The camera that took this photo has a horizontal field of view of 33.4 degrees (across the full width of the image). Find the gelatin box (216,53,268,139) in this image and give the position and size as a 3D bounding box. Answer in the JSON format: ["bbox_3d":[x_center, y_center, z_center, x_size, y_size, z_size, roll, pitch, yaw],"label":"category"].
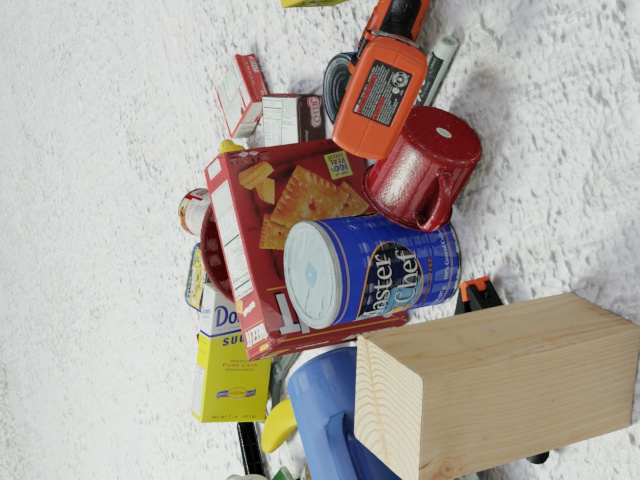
[{"bbox_3d":[-0.099,-0.184,1.365,0.089,0.030,0.073,-52,51,53],"label":"gelatin box"}]

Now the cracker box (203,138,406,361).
[{"bbox_3d":[-0.016,0.004,1.123,0.072,0.164,0.214,-36,66,61],"label":"cracker box"}]

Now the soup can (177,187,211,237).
[{"bbox_3d":[-0.143,-0.032,1.447,0.102,0.068,0.068,18,113,58],"label":"soup can"}]

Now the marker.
[{"bbox_3d":[0.101,-0.143,1.020,0.020,0.020,0.121,61,146,33],"label":"marker"}]

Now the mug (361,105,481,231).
[{"bbox_3d":[0.096,-0.061,0.971,0.117,0.093,0.082,-96,24,-45],"label":"mug"}]

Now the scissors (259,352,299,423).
[{"bbox_3d":[-0.063,0.161,1.407,0.096,0.016,0.202,58,143,37],"label":"scissors"}]

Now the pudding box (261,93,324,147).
[{"bbox_3d":[-0.032,-0.116,1.252,0.090,0.039,0.113,16,110,60],"label":"pudding box"}]

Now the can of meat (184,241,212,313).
[{"bbox_3d":[-0.146,0.055,1.475,0.084,0.057,0.102,18,99,62],"label":"can of meat"}]

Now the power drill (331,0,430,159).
[{"bbox_3d":[0.050,-0.144,0.973,0.187,0.057,0.185,-82,12,-62],"label":"power drill"}]

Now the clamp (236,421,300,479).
[{"bbox_3d":[-0.073,0.365,1.461,0.165,0.036,0.210,30,122,54],"label":"clamp"}]

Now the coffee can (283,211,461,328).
[{"bbox_3d":[0.049,0.024,1.032,0.103,0.140,0.103,25,119,57],"label":"coffee can"}]

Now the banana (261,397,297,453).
[{"bbox_3d":[-0.032,0.229,1.339,0.198,0.037,0.069,-24,63,60],"label":"banana"}]

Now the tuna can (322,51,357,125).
[{"bbox_3d":[0.036,-0.155,1.120,0.086,0.033,0.086,25,119,57],"label":"tuna can"}]

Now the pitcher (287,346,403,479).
[{"bbox_3d":[0.046,0.233,1.103,0.149,0.144,0.243,-56,46,47],"label":"pitcher"}]

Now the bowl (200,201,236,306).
[{"bbox_3d":[-0.058,0.002,1.238,0.162,0.055,0.162,1,92,27],"label":"bowl"}]

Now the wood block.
[{"bbox_3d":[0.137,0.110,0.826,0.090,0.205,0.091,31,125,55],"label":"wood block"}]

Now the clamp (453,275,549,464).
[{"bbox_3d":[0.151,0.121,0.982,0.120,0.039,0.171,-22,79,58],"label":"clamp"}]

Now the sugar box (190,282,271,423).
[{"bbox_3d":[-0.110,0.145,1.381,0.048,0.093,0.176,24,110,61],"label":"sugar box"}]
